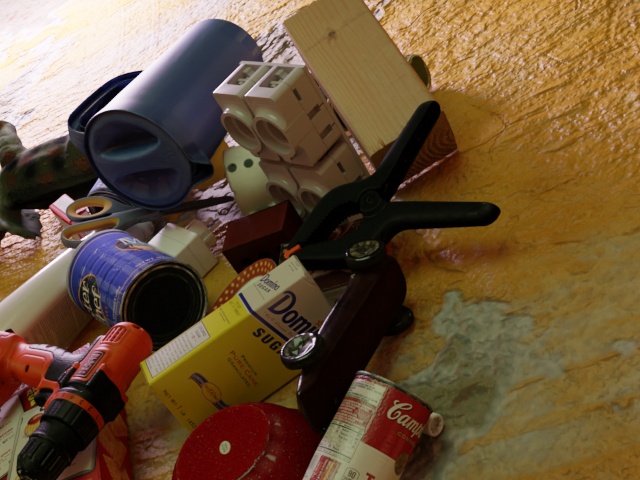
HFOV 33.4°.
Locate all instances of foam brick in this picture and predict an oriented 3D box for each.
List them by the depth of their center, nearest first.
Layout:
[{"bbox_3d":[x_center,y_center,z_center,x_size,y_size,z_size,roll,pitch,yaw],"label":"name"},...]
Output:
[{"bbox_3d":[-0.058,0.001,1.149,0.078,0.053,0.051,-20,35,21],"label":"foam brick"}]

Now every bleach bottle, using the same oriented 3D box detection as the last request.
[{"bbox_3d":[-0.286,0.060,1.243,0.068,0.102,0.250,27,53,25],"label":"bleach bottle"}]

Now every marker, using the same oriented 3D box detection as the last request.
[{"bbox_3d":[0.053,0.142,0.906,0.121,0.020,0.020,12,54,47],"label":"marker"}]

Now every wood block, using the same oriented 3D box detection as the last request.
[{"bbox_3d":[0.053,-0.170,1.162,0.091,0.090,0.206,-32,62,3],"label":"wood block"}]

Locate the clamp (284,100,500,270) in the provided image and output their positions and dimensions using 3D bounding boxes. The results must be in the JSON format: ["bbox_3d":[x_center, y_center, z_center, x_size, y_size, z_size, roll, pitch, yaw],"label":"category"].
[{"bbox_3d":[0.062,-0.027,1.022,0.210,0.036,0.165,-37,47,6],"label":"clamp"}]

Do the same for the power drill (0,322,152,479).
[{"bbox_3d":[-0.269,0.149,1.007,0.188,0.057,0.184,1,39,33],"label":"power drill"}]

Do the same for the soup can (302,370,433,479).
[{"bbox_3d":[0.036,0.162,0.833,0.069,0.068,0.102,11,67,47],"label":"soup can"}]

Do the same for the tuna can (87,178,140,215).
[{"bbox_3d":[-0.249,-0.044,1.337,0.086,0.086,0.033,-6,43,35],"label":"tuna can"}]

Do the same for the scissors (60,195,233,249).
[{"bbox_3d":[-0.212,-0.040,1.255,0.201,0.016,0.096,-21,41,-19],"label":"scissors"}]

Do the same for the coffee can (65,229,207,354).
[{"bbox_3d":[-0.201,0.053,1.157,0.102,0.102,0.141,-45,35,-17],"label":"coffee can"}]

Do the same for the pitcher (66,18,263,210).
[{"bbox_3d":[-0.169,-0.159,1.242,0.145,0.149,0.242,-29,22,41],"label":"pitcher"}]

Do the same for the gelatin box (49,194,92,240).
[{"bbox_3d":[-0.290,-0.009,1.324,0.030,0.089,0.073,-41,34,-15],"label":"gelatin box"}]

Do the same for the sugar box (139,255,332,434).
[{"bbox_3d":[-0.068,0.102,0.992,0.176,0.093,0.048,-35,34,-1],"label":"sugar box"}]

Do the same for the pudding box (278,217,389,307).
[{"bbox_3d":[0.012,0.029,1.066,0.114,0.039,0.090,-20,37,21],"label":"pudding box"}]

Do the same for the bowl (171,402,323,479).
[{"bbox_3d":[-0.071,0.193,0.914,0.162,0.055,0.162,-22,35,16],"label":"bowl"}]

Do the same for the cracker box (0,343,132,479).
[{"bbox_3d":[-0.269,0.219,1.033,0.164,0.072,0.214,-29,32,3],"label":"cracker box"}]
